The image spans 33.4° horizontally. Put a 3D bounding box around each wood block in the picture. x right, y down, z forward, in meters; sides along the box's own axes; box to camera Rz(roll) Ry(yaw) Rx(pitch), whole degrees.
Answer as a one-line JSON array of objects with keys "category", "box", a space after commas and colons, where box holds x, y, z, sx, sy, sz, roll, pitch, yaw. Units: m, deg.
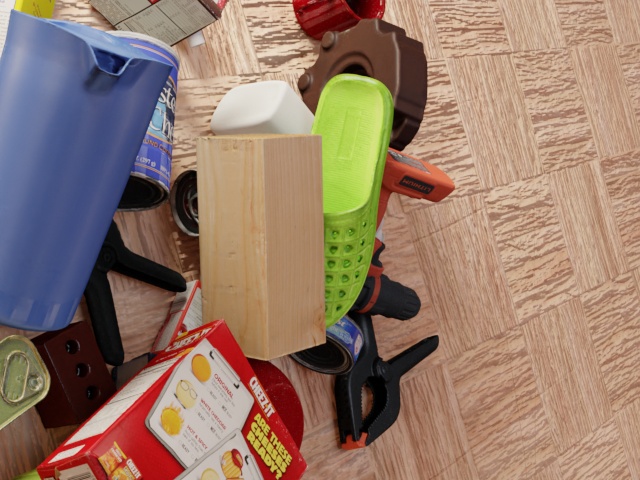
[{"category": "wood block", "box": [-0.057, 0.001, 1.033, 0.090, 0.090, 0.206, -11, 103, -50]}]

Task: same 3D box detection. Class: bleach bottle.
[{"category": "bleach bottle", "box": [-0.010, -0.072, 1.206, 0.250, 0.103, 0.068, 47, 55, -37]}]

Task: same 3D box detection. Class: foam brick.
[{"category": "foam brick", "box": [-0.221, 0.116, 0.927, 0.052, 0.051, 0.078, -31, 102, -49]}]

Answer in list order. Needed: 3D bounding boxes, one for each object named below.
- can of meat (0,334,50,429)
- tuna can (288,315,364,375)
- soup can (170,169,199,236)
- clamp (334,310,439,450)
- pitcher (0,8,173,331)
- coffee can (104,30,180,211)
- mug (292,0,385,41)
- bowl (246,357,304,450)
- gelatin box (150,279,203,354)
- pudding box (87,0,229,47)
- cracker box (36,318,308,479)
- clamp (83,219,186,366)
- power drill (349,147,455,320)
[{"category": "can of meat", "box": [-0.278, 0.123, 0.836, 0.101, 0.084, 0.057, -39, 107, -47]}, {"category": "tuna can", "box": [0.002, 0.109, 1.156, 0.086, 0.086, 0.033, 47, 49, -28]}, {"category": "soup can", "box": [-0.096, -0.042, 1.108, 0.102, 0.069, 0.068, -9, 85, -50]}, {"category": "clamp", "box": [0.058, 0.144, 1.246, 0.164, 0.036, 0.209, 45, 48, -22]}, {"category": "pitcher", "box": [-0.222, -0.058, 0.874, 0.243, 0.145, 0.149, -70, 163, 7]}, {"category": "coffee can", "box": [-0.187, -0.110, 0.999, 0.102, 0.103, 0.140, 20, 63, -43]}, {"category": "mug", "box": [0.013, -0.292, 1.300, 0.117, 0.082, 0.093, -23, 96, -50]}, {"category": "bowl", "box": [-0.064, 0.185, 1.054, 0.161, 0.055, 0.162, 0, 90, -57]}, {"category": "gelatin box", "box": [-0.122, 0.096, 1.063, 0.073, 0.030, 0.089, 44, 50, -32]}, {"category": "pudding box", "box": [-0.162, -0.239, 1.061, 0.090, 0.114, 0.039, 43, 46, -32]}, {"category": "cracker box", "box": [-0.116, 0.190, 0.888, 0.164, 0.072, 0.213, 62, 33, -12]}, {"category": "clamp", "box": [-0.198, 0.018, 0.995, 0.120, 0.039, 0.171, -44, 111, -48]}, {"category": "power drill", "box": [0.070, -0.002, 1.186, 0.184, 0.188, 0.057, 19, 20, -31]}]
